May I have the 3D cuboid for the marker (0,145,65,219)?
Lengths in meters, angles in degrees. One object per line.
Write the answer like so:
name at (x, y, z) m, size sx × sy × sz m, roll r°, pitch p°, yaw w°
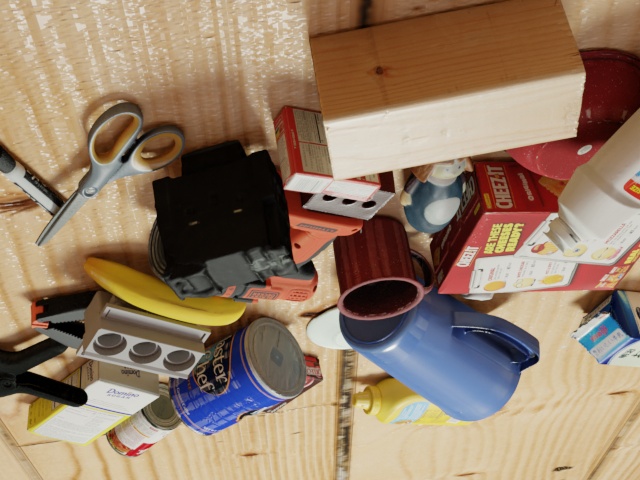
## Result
marker at (-0.266, -0.052, 0.975) m, size 0.020 × 0.020 × 0.121 m, roll -17°, pitch 149°, yaw 13°

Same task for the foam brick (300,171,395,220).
foam brick at (0.024, -0.058, 1.011) m, size 0.078 × 0.051 × 0.053 m, roll 9°, pitch 145°, yaw -29°

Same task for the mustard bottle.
mustard bottle at (0.135, 0.229, 1.518) m, size 0.191 × 0.058 × 0.096 m, roll 4°, pitch 148°, yaw -22°

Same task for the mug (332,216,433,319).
mug at (0.069, 0.029, 1.140) m, size 0.117 × 0.081 × 0.093 m, roll 5°, pitch 147°, yaw -23°

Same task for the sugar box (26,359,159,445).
sugar box at (-0.294, 0.207, 1.378) m, size 0.093 × 0.048 × 0.176 m, roll 23°, pitch 134°, yaw -37°

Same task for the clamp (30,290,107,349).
clamp at (-0.228, 0.102, 1.223) m, size 0.209 × 0.036 × 0.165 m, roll 4°, pitch 140°, yaw -22°

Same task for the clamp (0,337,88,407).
clamp at (-0.362, 0.150, 1.260) m, size 0.171 × 0.039 × 0.120 m, roll 4°, pitch 128°, yaw -5°

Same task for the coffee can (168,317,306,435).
coffee can at (-0.102, 0.168, 1.307) m, size 0.141 × 0.103 × 0.102 m, roll -30°, pitch 144°, yaw 31°

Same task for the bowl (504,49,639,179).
bowl at (0.239, -0.104, 0.990) m, size 0.162 × 0.055 × 0.162 m, roll -7°, pitch 149°, yaw -4°

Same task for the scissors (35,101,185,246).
scissors at (-0.191, -0.053, 0.980) m, size 0.096 × 0.016 × 0.202 m, roll 4°, pitch 142°, yaw -29°

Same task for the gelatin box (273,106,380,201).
gelatin box at (0.006, -0.077, 0.954) m, size 0.089 × 0.073 × 0.030 m, roll 7°, pitch 147°, yaw -27°

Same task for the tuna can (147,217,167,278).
tuna can at (-0.128, 0.000, 1.034) m, size 0.086 × 0.086 × 0.033 m, roll -32°, pitch 145°, yaw 33°

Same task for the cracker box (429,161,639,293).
cracker box at (0.241, -0.013, 1.128) m, size 0.213 × 0.072 × 0.164 m, roll 0°, pitch 148°, yaw -13°

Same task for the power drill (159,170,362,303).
power drill at (-0.057, 0.001, 1.088) m, size 0.184 × 0.057 × 0.188 m, roll 6°, pitch 149°, yaw -29°

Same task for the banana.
banana at (-0.155, 0.059, 1.142) m, size 0.197 × 0.070 × 0.037 m, roll 14°, pitch 107°, yaw -32°

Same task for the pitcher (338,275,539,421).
pitcher at (0.139, 0.117, 1.267) m, size 0.149 × 0.145 × 0.242 m, roll -51°, pitch 136°, yaw 5°

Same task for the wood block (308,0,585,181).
wood block at (0.102, -0.126, 0.880) m, size 0.206 × 0.091 × 0.090 m, roll -10°, pitch 149°, yaw 2°

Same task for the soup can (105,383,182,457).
soup can at (-0.234, 0.241, 1.428) m, size 0.068 × 0.068 × 0.102 m, roll 14°, pitch 142°, yaw -34°
